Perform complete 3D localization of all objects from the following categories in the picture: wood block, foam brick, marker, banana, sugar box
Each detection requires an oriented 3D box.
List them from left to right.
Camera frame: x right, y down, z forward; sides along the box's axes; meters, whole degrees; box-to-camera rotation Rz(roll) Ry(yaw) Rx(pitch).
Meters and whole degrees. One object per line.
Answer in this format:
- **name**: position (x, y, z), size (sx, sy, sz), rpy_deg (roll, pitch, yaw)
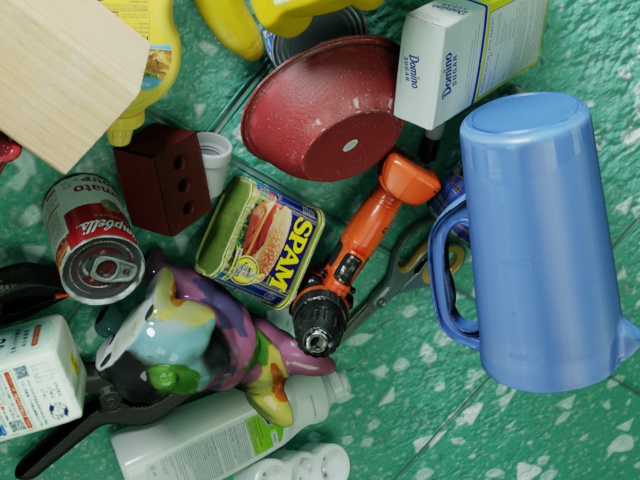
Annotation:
- **wood block**: position (-0.228, -0.152, 0.732), size (0.206, 0.091, 0.090), rpy_deg (37, 116, -24)
- **foam brick**: position (-0.132, -0.051, 0.899), size (0.052, 0.051, 0.078), rpy_deg (-40, 133, -40)
- **banana**: position (-0.075, -0.225, 0.825), size (0.069, 0.037, 0.198), rpy_deg (-10, 127, -17)
- **marker**: position (0.114, -0.125, 0.996), size (0.020, 0.020, 0.121), rpy_deg (-1, 124, -25)
- **sugar box**: position (0.131, -0.169, 0.905), size (0.175, 0.048, 0.093), rpy_deg (-31, 137, -41)

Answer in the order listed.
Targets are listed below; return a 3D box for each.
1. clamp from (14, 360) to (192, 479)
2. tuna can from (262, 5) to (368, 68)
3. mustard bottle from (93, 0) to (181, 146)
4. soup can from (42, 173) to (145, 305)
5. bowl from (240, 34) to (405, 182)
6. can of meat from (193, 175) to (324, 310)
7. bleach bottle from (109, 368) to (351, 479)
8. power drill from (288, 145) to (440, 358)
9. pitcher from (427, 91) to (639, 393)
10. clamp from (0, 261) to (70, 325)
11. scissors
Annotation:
- **clamp**: position (-0.212, 0.156, 1.040), size (0.209, 0.036, 0.165), rpy_deg (-5, 123, -20)
- **tuna can**: position (-0.005, -0.173, 0.897), size (0.086, 0.034, 0.086), rpy_deg (-12, 128, -16)
- **mustard bottle**: position (-0.154, -0.159, 0.821), size (0.096, 0.058, 0.192), rpy_deg (1, 125, -9)
- **soup can**: position (-0.191, -0.003, 0.891), size (0.068, 0.102, 0.068), rpy_deg (-12, 128, -16)
- **bowl**: position (0.015, -0.099, 0.912), size (0.162, 0.055, 0.162), rpy_deg (-20, 151, -12)
- **can of meat**: position (-0.056, 0.001, 0.972), size (0.083, 0.058, 0.102), rpy_deg (26, 85, -33)
- **bleach bottle**: position (-0.086, 0.199, 1.116), size (0.250, 0.068, 0.102), rpy_deg (-20, 131, -13)
- **power drill**: position (0.035, 0.008, 0.968), size (0.057, 0.184, 0.188), rpy_deg (32, 103, -8)
- **pitcher**: position (0.180, 0.001, 0.930), size (0.149, 0.145, 0.243), rpy_deg (-19, 116, -13)
- **clamp**: position (-0.291, 0.048, 0.897), size (0.171, 0.039, 0.120), rpy_deg (-20, 166, -27)
- **scissors**: position (0.080, 0.060, 1.119), size (0.096, 0.016, 0.202), rpy_deg (17, 116, -33)
